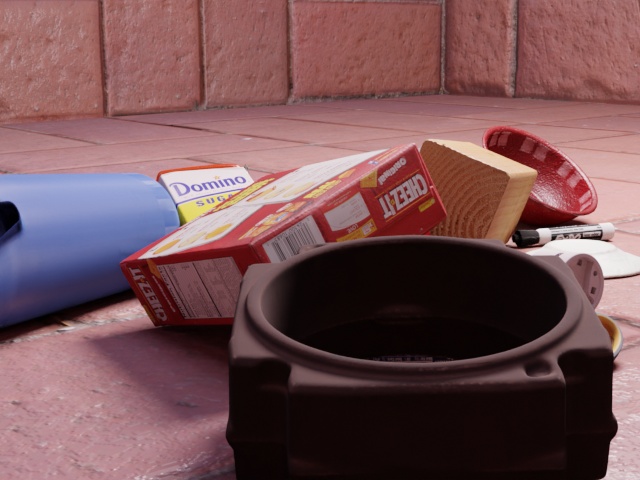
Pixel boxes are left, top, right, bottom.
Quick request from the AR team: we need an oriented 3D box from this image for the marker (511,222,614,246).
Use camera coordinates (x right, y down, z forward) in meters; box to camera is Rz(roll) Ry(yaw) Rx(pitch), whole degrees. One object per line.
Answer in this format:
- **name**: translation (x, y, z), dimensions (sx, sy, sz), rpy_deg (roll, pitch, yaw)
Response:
- **marker**: translation (0.268, -0.006, 1.182), dimensions (0.121, 0.020, 0.020), rpy_deg (-5, 12, -16)

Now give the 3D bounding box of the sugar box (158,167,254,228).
- **sugar box**: translation (-0.088, -0.010, 1.014), dimensions (0.093, 0.048, 0.176), rpy_deg (-7, 37, -24)

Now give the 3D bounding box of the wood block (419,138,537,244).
- **wood block**: translation (0.153, -0.046, 1.091), dimensions (0.091, 0.090, 0.205), rpy_deg (25, 12, 16)

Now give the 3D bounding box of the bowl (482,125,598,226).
- **bowl**: translation (0.252, -0.068, 1.292), dimensions (0.162, 0.055, 0.162), rpy_deg (21, 35, -16)

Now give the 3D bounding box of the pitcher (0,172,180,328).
- **pitcher**: translation (-0.244, 0.006, 0.930), dimensions (0.149, 0.145, 0.242), rpy_deg (21, 17, 30)

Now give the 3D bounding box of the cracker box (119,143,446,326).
- **cracker box**: translation (-0.034, 0.001, 0.825), dimensions (0.164, 0.072, 0.214), rpy_deg (-33, 14, -32)
